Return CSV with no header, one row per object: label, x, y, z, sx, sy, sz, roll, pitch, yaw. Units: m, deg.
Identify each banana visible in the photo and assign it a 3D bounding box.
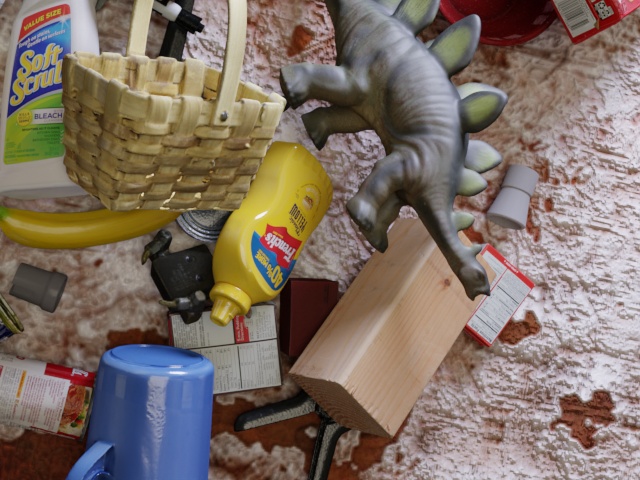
banana,-0.225,-0.018,1.045,0.197,0.070,0.037,-5,68,-10

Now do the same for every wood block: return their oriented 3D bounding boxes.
wood block,0.074,0.083,1.067,0.090,0.090,0.206,48,65,-26

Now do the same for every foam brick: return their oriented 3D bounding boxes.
foam brick,-0.012,0.078,1.102,0.053,0.051,0.078,2,90,-14

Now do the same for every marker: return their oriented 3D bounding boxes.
marker,-0.168,-0.238,1.047,0.121,0.020,0.020,30,84,-11

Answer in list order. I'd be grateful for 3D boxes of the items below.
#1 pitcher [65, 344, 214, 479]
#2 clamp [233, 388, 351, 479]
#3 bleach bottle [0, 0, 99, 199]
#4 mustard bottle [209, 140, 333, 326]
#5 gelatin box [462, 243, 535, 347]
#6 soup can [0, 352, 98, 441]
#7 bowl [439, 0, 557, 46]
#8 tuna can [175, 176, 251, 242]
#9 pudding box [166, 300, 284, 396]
pitcher,-0.172,0.227,1.002,0.145,0.149,0.243,6,95,-9
clamp,0.008,0.186,1.113,0.171,0.039,0.120,-36,102,-11
bleach bottle,-0.264,-0.170,1.035,0.103,0.068,0.251,-4,83,14
mustard bottle,-0.056,0.001,1.049,0.191,0.058,0.096,-61,143,-25
gelatin box,0.177,0.059,1.156,0.073,0.030,0.089,40,81,-11
soup can,-0.273,0.151,1.034,0.102,0.068,0.068,15,87,-12
bowl,0.182,-0.284,1.144,0.162,0.055,0.162,0,90,-13
tuna can,-0.110,-0.041,1.088,0.086,0.034,0.086,0,90,-13
pudding box,-0.097,0.111,1.089,0.113,0.039,0.090,-6,92,-10
